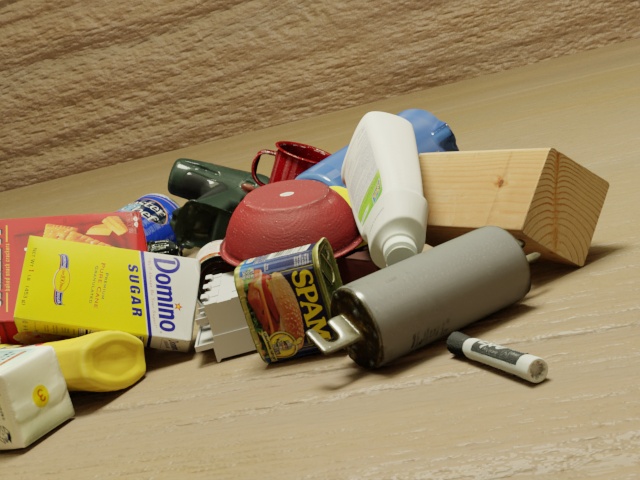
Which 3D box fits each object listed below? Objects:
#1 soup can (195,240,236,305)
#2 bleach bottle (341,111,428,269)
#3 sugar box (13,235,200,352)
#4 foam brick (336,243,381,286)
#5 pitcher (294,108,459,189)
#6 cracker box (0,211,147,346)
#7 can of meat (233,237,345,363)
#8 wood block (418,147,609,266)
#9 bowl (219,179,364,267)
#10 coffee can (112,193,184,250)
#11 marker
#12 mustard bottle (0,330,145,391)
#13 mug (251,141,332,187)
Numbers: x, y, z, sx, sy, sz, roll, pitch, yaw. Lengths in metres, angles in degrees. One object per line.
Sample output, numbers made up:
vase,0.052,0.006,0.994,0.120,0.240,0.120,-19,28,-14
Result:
soup can,-0.116,0.041,1.246,0.068,0.068,0.102,-15,11,-2
bleach bottle,0.067,-0.037,1.075,0.068,0.103,0.251,14,29,-9
sugar box,-0.213,0.055,1.083,0.176,0.093,0.048,7,-24,-6
foam brick,0.061,0.034,1.097,0.052,0.051,0.078,-22,14,-29
pitcher,0.066,-0.075,1.445,0.145,0.149,0.242,22,36,35
cracker box,-0.293,0.046,1.166,0.213,0.072,0.164,-4,42,-13
can of meat,-0.023,0.057,0.979,0.084,0.102,0.057,-14,12,16
wood block,0.180,-0.036,1.099,0.090,0.091,0.206,26,-11,-30
bowl,-0.033,-0.024,1.140,0.162,0.055,0.162,-7,22,3
coffee can,-0.265,-0.001,1.536,0.103,0.103,0.140,-10,13,24
marker,0.134,0.089,0.832,0.020,0.020,0.121,-20,13,-21
mustard bottle,-0.275,0.127,1.060,0.192,0.058,0.096,-10,-4,29
mug,-0.040,-0.089,1.493,0.117,0.081,0.093,16,17,-2
